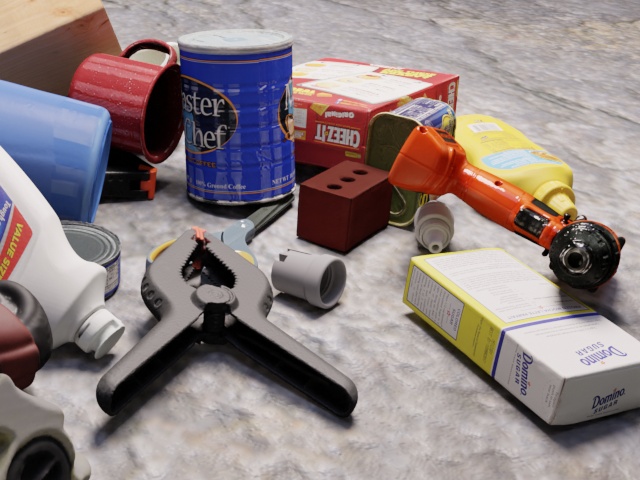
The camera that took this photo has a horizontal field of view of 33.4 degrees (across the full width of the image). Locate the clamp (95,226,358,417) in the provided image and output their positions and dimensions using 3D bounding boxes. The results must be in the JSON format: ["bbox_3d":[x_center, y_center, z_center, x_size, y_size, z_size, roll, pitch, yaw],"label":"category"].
[{"bbox_3d":[-0.064,0.055,0.737,0.164,0.036,0.210,7,28,-10],"label":"clamp"}]

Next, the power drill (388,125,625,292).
[{"bbox_3d":[0.148,-0.022,0.839,0.188,0.057,0.184,33,9,15],"label":"power drill"}]

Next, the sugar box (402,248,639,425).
[{"bbox_3d":[0.146,0.063,0.762,0.093,0.048,0.176,-6,30,-30],"label":"sugar box"}]

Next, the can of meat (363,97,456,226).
[{"bbox_3d":[0.082,-0.074,0.975,0.057,0.102,0.083,16,26,24],"label":"can of meat"}]

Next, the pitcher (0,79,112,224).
[{"bbox_3d":[-0.298,-0.071,0.857,0.242,0.149,0.145,11,-2,-8],"label":"pitcher"}]

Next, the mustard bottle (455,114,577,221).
[{"bbox_3d":[0.184,-0.063,1.018,0.096,0.058,0.192,-5,27,-22],"label":"mustard bottle"}]

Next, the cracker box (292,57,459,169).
[{"bbox_3d":[0.026,-0.132,1.095,0.164,0.072,0.213,13,22,27],"label":"cracker box"}]

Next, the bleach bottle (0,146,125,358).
[{"bbox_3d":[-0.231,-0.016,0.741,0.251,0.102,0.068,40,-10,9],"label":"bleach bottle"}]

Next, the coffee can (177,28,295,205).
[{"bbox_3d":[-0.074,-0.114,0.964,0.103,0.140,0.103,-1,19,0],"label":"coffee can"}]

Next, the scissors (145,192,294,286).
[{"bbox_3d":[-0.056,0.001,0.889,0.096,0.016,0.201,26,32,33],"label":"scissors"}]

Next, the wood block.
[{"bbox_3d":[-0.302,-0.177,1.014,0.206,0.091,0.090,-27,58,-8],"label":"wood block"}]

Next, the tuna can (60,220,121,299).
[{"bbox_3d":[-0.194,0.018,0.806,0.086,0.034,0.086,4,26,-2],"label":"tuna can"}]

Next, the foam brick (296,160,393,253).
[{"bbox_3d":[0.021,-0.031,0.927,0.053,0.051,0.078,19,29,27],"label":"foam brick"}]

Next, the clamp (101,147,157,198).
[{"bbox_3d":[-0.230,-0.076,0.990,0.171,0.039,0.120,13,30,2],"label":"clamp"}]

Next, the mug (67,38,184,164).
[{"bbox_3d":[-0.172,-0.134,0.974,0.081,0.117,0.093,15,-17,16],"label":"mug"}]
